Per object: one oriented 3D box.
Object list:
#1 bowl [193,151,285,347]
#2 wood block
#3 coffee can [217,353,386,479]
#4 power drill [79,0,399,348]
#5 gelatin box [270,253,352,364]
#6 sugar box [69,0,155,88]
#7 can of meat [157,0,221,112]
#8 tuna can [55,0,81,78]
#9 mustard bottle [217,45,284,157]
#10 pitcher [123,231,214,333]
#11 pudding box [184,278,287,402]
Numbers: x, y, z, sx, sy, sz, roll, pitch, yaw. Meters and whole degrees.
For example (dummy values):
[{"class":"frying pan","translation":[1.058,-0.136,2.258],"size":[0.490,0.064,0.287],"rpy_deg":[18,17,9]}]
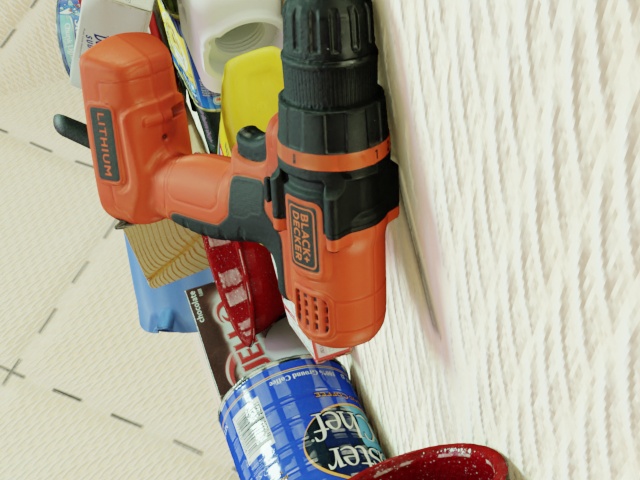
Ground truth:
[{"class":"bowl","translation":[-0.056,0.001,0.857],"size":[0.162,0.055,0.162],"rpy_deg":[164,90,-76]},{"class":"wood block","translation":[-0.146,-0.056,1.015],"size":[0.206,0.091,0.090],"rpy_deg":[-117,7,-57]},{"class":"coffee can","translation":[-0.003,0.165,0.740],"size":[0.103,0.102,0.140],"rpy_deg":[85,164,-49]},{"class":"power drill","translation":[-0.043,-0.052,0.534],"size":[0.188,0.057,0.184],"rpy_deg":[22,125,39]},{"class":"gelatin box","translation":[-0.008,0.032,0.752],"size":[0.073,0.030,0.089],"rpy_deg":[-136,30,-66]},{"class":"sugar box","translation":[-0.117,-0.187,0.674],"size":[0.093,0.048,0.176],"rpy_deg":[122,160,-57]},{"class":"can of meat","translation":[-0.081,-0.151,0.757],"size":[0.102,0.057,0.084],"rpy_deg":[-119,14,-47]},{"class":"tuna can","translation":[-0.227,-0.196,1.026],"size":[0.086,0.034,0.086],"rpy_deg":[-6,-91,-88]},{"class":"mustard bottle","translation":[-0.034,-0.046,0.682],"size":[0.192,0.058,0.096],"rpy_deg":[121,125,-76]},{"class":"pitcher","translation":[-0.178,-0.019,1.314],"size":[0.149,0.144,0.243],"rpy_deg":[30,134,57]},{"class":"pudding box","translation":[-0.058,0.082,0.921],"size":[0.039,0.090,0.113],"rpy_deg":[86,164,-56]}]
